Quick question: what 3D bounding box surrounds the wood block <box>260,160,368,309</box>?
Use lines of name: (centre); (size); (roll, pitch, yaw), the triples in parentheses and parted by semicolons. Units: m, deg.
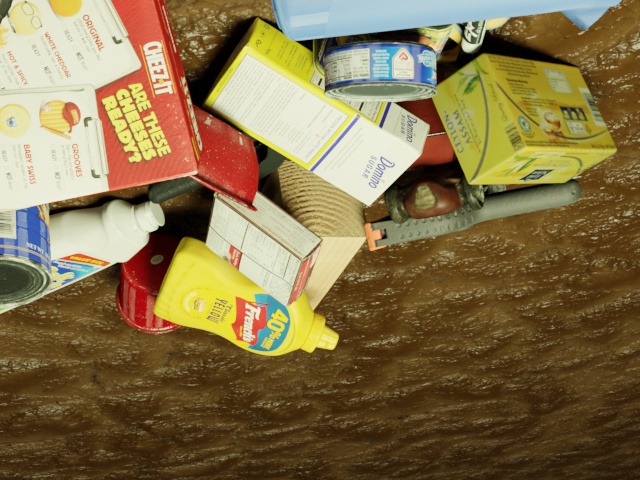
wood block: (-0.030, 0.006, 1.163); (0.090, 0.091, 0.206); (1, 151, -20)

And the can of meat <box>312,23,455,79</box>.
can of meat: (0.051, -0.169, 0.858); (0.102, 0.057, 0.084); (6, 154, -10)

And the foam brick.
foam brick: (0.094, -0.114, 0.985); (0.051, 0.078, 0.053); (-9, 151, 1)

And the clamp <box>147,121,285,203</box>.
clamp: (-0.079, -0.070, 1.055); (0.120, 0.039, 0.172); (14, 145, -40)

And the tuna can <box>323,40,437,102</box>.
tuna can: (0.045, -0.126, 0.804); (0.086, 0.034, 0.086); (0, 179, 0)

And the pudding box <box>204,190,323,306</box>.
pudding box: (-0.057, 0.001, 1.042); (0.113, 0.039, 0.090); (35, 145, 11)

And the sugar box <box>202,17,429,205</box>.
sugar box: (-0.004, -0.108, 0.923); (0.176, 0.048, 0.093); (29, 142, -14)

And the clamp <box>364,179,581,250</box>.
clamp: (0.142, -0.031, 1.104); (0.209, 0.036, 0.165); (-15, -173, -10)

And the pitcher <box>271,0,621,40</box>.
pitcher: (0.082, -0.221, 0.740); (0.243, 0.149, 0.145); (-8, 168, 5)

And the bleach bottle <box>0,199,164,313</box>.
bleach bottle: (-0.284, 0.010, 1.123); (0.251, 0.068, 0.102); (-20, 152, 15)

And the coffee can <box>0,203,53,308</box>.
coffee can: (-0.297, -0.023, 0.966); (0.102, 0.140, 0.103); (-8, 153, -4)

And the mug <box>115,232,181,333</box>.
mug: (-0.172, 0.049, 1.190); (0.117, 0.093, 0.082); (24, 146, 6)

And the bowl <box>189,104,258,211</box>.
bowl: (-0.112, -0.088, 0.939); (0.161, 0.162, 0.055); (28, 93, -50)

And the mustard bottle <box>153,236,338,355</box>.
mustard bottle: (-0.071, 0.071, 1.112); (0.191, 0.058, 0.096); (22, 124, -8)

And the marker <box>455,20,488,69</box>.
marker: (0.131, -0.182, 0.892); (0.020, 0.020, 0.121); (-7, 152, -6)

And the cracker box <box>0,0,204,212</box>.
cracker box: (-0.211, -0.114, 0.807); (0.214, 0.072, 0.164); (-12, 110, 4)
